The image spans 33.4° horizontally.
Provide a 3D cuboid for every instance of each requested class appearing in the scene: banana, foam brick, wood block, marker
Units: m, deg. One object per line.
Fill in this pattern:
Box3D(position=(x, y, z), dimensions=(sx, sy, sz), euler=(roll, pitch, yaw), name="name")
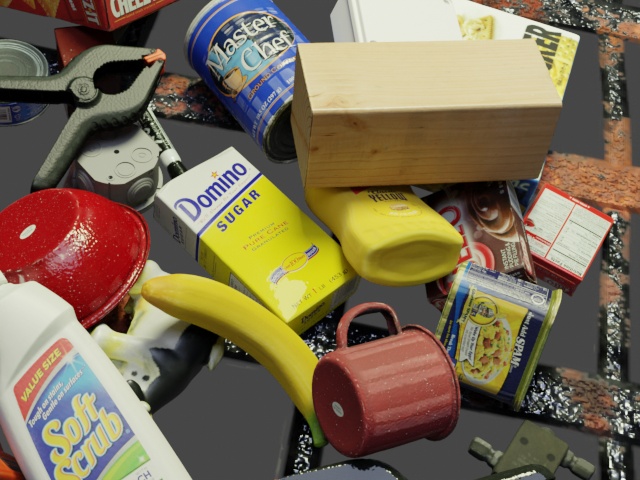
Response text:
Box3D(position=(-0.054, 0.077, 0.827), dimensions=(0.197, 0.037, 0.069), euler=(42, 25, -20), name="banana")
Box3D(position=(-0.217, -0.156, 1.000), dimensions=(0.053, 0.078, 0.051), euler=(-11, 54, -16), name="foam brick")
Box3D(position=(0.085, -0.108, 0.902), dimensions=(0.206, 0.090, 0.091), euler=(-3, 49, -9), name="wood block")
Box3D(position=(-0.151, -0.092, 0.999), dimensions=(0.020, 0.020, 0.121), euler=(-21, 59, -22), name="marker")

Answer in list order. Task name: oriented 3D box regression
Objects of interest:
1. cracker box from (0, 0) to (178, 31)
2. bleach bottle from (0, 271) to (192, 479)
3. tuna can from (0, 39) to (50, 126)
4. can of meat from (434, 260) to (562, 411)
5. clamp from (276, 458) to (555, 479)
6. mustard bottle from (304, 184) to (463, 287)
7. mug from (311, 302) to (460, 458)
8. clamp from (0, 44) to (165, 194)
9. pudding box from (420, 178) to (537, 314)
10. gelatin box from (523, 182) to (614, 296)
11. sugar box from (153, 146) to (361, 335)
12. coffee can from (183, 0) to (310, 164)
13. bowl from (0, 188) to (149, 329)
Box3D(position=(-0.212, -0.274, 1.040), dimensions=(0.214, 0.072, 0.164), euler=(21, 44, 39), name="cracker box")
Box3D(position=(-0.176, 0.129, 0.737), dimensions=(0.102, 0.068, 0.251), euler=(-35, 88, -13), name="bleach bottle")
Box3D(position=(-0.298, -0.150, 1.011), dimensions=(0.086, 0.034, 0.086), euler=(4, 53, -5), name="tuna can")
Box3D(position=(0.139, 0.075, 0.866), dimensions=(0.084, 0.102, 0.057), euler=(20, 18, 10), name="can of meat")
Box3D(position=(0.066, 0.209, 0.790), dimensions=(0.210, 0.036, 0.164), euler=(22, 62, 12), name="clamp")
Box3D(position=(0.040, -0.034, 0.939), dimensions=(0.096, 0.058, 0.192), euler=(-5, 34, -25), name="mustard bottle")
Box3D(position=(0.044, 0.106, 0.816), dimensions=(0.081, 0.093, 0.117), euler=(-11, 89, -30), name="mug")
Box3D(position=(-0.216, -0.127, 0.926), dimensions=(0.171, 0.039, 0.120), euler=(-40, 88, -26), name="clamp")
Box3D(position=(0.133, 0.000, 0.933), dimensions=(0.090, 0.039, 0.113), euler=(-22, 48, 22), name="pudding box")
Box3D(position=(0.218, -0.001, 0.978), dimensions=(0.073, 0.030, 0.089), euler=(29, 55, 12), name="gelatin box")
Box3D(position=(-0.056, 0.001, 0.926), dimensions=(0.093, 0.048, 0.176), euler=(-34, 66, -30), name="sugar box")
Box3D(position=(-0.050, -0.156, 1.008), dimensions=(0.102, 0.103, 0.140), euler=(-27, 62, -25), name="coffee can")
Box3D(position=(-0.219, 0.010, 0.848), dimensions=(0.162, 0.055, 0.162), euler=(-15, 42, 14), name="bowl")
